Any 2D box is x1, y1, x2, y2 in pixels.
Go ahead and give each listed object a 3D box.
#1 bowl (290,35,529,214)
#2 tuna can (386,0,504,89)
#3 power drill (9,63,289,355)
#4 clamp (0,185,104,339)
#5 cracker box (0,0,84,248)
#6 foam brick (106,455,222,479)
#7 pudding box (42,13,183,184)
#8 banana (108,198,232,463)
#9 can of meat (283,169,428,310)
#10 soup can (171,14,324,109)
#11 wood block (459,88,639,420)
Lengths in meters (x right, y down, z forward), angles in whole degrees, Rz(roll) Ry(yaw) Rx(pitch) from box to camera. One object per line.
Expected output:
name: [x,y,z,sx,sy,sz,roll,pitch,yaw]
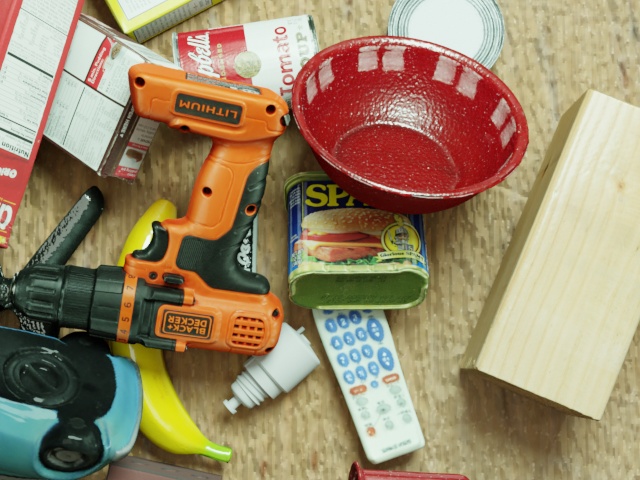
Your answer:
bowl: [0.056,-0.069,0.727,0.162,0.055,0.162,6,48,-7]
tuna can: [0.092,-0.152,0.795,0.086,0.034,0.086,0,83,0]
power drill: [-0.104,-0.018,0.708,0.184,0.057,0.188,9,106,-11]
clamp: [-0.215,0.032,0.772,0.120,0.039,0.171,-4,85,8]
cracker box: [-0.263,-0.115,0.745,0.164,0.072,0.213,13,84,30]
foam brick: [-0.112,0.185,0.748,0.078,0.053,0.051,12,84,1]
pudding box: [-0.160,-0.104,0.755,0.114,0.039,0.090,33,103,34]
banana: [-0.119,0.070,0.772,0.069,0.037,0.198,-11,85,-20]
can of meat: [0.025,0.001,0.750,0.102,0.057,0.084,-1,56,0]
soup can: [-0.052,-0.124,0.775,0.102,0.068,0.068,-9,84,-2]
wood block: [0.181,0.012,0.748,0.090,0.091,0.206,23,84,3]
